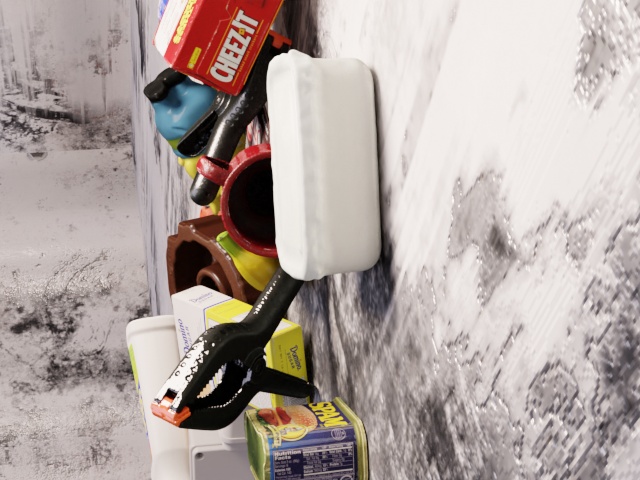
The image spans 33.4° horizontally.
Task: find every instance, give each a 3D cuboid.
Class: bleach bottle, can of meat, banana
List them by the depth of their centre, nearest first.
[{"bbox_3d":[-0.015,0.170,0.884,0.102,0.083,0.057,-150,57,-75],"label":"can of meat"},{"bbox_3d":[-0.049,0.018,1.019,0.069,0.037,0.197,62,-174,3],"label":"banana"},{"bbox_3d":[-0.190,0.226,1.317,0.103,0.068,0.251,117,144,-69],"label":"bleach bottle"}]

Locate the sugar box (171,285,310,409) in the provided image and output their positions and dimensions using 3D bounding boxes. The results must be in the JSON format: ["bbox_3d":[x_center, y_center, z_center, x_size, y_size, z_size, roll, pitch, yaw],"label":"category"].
[{"bbox_3d":[-0.083,0.111,1.089,0.176,0.048,0.093,20,121,50],"label":"sugar box"}]

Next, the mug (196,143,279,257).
[{"bbox_3d":[-0.055,-0.044,0.935,0.081,0.117,0.093,-120,53,-73],"label":"mug"}]

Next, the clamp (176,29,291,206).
[{"bbox_3d":[-0.086,-0.124,1.007,0.171,0.039,0.120,-58,33,10],"label":"clamp"}]

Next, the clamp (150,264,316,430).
[{"bbox_3d":[-0.063,0.111,0.925,0.036,0.209,0.164,18,127,31],"label":"clamp"}]

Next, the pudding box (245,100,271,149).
[{"bbox_3d":[-0.046,-0.098,1.031,0.113,0.039,0.090,-111,22,-50],"label":"pudding box"}]

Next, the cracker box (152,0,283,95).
[{"bbox_3d":[-0.085,-0.230,0.978,0.164,0.072,0.214,-65,19,9],"label":"cracker box"}]
